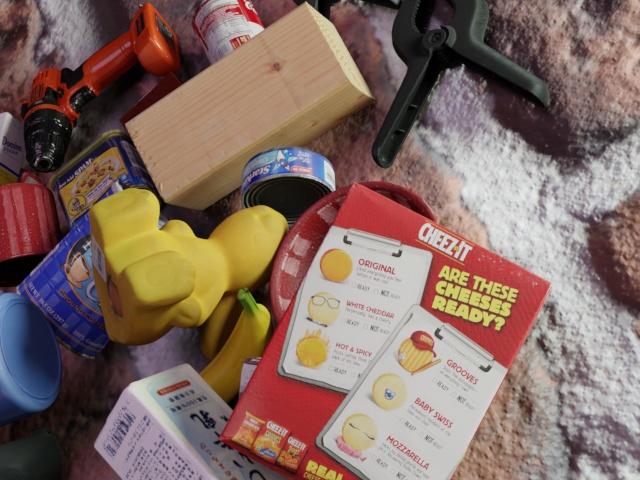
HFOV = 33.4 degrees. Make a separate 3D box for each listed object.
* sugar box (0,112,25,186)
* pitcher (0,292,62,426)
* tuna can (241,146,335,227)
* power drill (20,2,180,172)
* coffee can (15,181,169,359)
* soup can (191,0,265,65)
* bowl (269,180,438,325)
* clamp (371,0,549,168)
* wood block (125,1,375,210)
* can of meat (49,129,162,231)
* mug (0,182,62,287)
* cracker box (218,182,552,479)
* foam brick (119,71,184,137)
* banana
[{"bbox_3d":[-0.380,-0.049,1.166,0.093,0.048,0.176,-9,58,29],"label":"sugar box"},{"bbox_3d":[-0.362,0.121,0.944,0.243,0.149,0.145,-19,71,16],"label":"pitcher"},{"bbox_3d":[-0.029,-0.048,0.965,0.086,0.086,0.034,-17,56,23],"label":"tuna can"},{"bbox_3d":[-0.241,-0.166,1.152,0.188,0.057,0.184,-30,37,11],"label":"power drill"},{"bbox_3d":[-0.205,0.028,1.020,0.140,0.102,0.103,-46,51,2],"label":"coffee can"},{"bbox_3d":[-0.085,-0.198,1.089,0.068,0.068,0.102,-34,53,12],"label":"soup can"},{"bbox_3d":[0.039,0.033,0.899,0.162,0.055,0.162,-14,59,25],"label":"bowl"},{"bbox_3d":[0.105,-0.167,0.977,0.165,0.036,0.210,-25,53,17],"label":"clamp"},{"bbox_3d":[-0.066,-0.121,1.006,0.206,0.090,0.091,-31,77,14],"label":"wood block"},{"bbox_3d":[-0.220,-0.050,1.101,0.102,0.057,0.084,-37,54,11],"label":"can of meat"},{"bbox_3d":[-0.301,-0.004,1.089,0.093,0.117,0.081,-17,72,8],"label":"mug"},{"bbox_3d":[0.048,0.090,0.793,0.164,0.072,0.214,28,88,4],"label":"cracker box"},{"bbox_3d":[-0.158,-0.124,1.105,0.078,0.051,0.053,-42,51,5],"label":"foam brick"},{"bbox_3d":[-0.098,0.118,0.930,0.198,0.069,0.037,-51,29,20],"label":"banana"}]
